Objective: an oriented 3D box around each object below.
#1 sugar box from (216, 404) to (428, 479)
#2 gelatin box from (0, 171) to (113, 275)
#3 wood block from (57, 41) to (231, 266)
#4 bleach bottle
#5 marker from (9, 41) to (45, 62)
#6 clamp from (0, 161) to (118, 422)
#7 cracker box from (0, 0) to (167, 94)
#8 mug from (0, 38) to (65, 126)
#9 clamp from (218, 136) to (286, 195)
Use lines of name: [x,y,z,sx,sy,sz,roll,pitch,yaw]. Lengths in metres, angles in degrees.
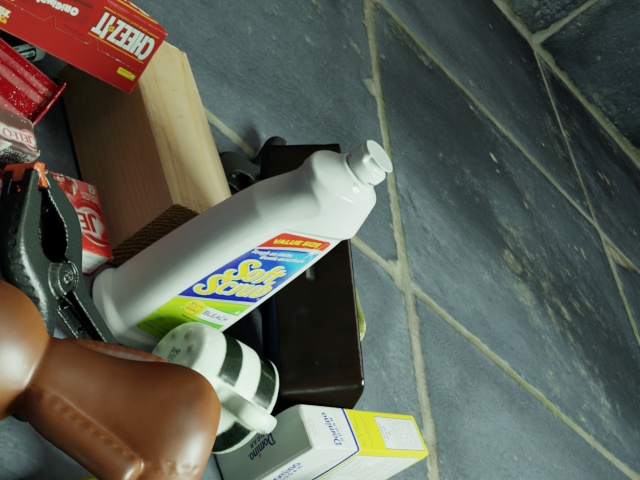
sugar box: [0.005,0.179,0.896,0.176,0.093,0.048,21,41,-51]
gelatin box: [-0.208,-0.018,0.835,0.089,0.030,0.073,22,41,-50]
wood block: [-0.152,-0.079,0.940,0.090,0.091,0.206,23,39,-50]
bleach bottle: [-0.055,0.001,0.819,0.102,0.251,0.068,28,36,-44]
marker: [-0.273,-0.154,0.903,0.020,0.020,0.121,53,25,-4]
clamp: [-0.184,0.030,0.746,0.120,0.039,0.171,-18,106,-74]
cracker box: [-0.247,-0.226,0.894,0.164,0.072,0.214,23,16,-50]
mug: [-0.259,-0.100,0.797,0.081,0.093,0.117,41,64,-18]
clamp: [-0.067,-0.056,1.127,0.209,0.036,0.164,13,48,-55]
